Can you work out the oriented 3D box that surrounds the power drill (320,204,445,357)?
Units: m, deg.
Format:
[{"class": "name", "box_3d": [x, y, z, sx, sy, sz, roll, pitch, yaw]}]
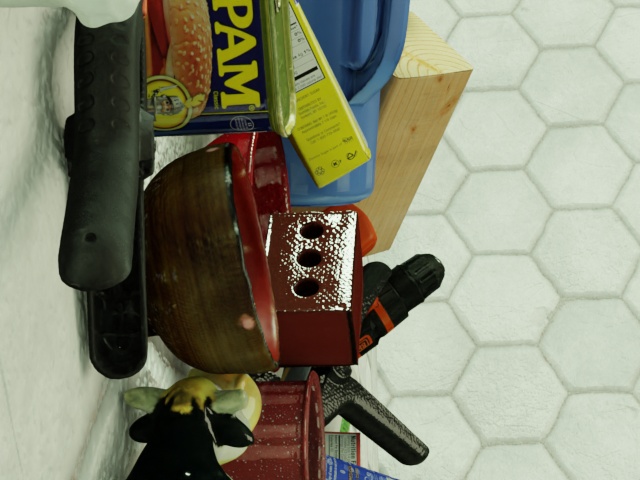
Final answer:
[{"class": "power drill", "box_3d": [0.026, 0.042, 0.945, 0.057, 0.184, 0.187, 49, -8, 31]}]

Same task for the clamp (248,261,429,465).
[{"class": "clamp", "box_3d": [0.004, 0.083, 0.791, 0.209, 0.036, 0.164, 14, 62, -47]}]

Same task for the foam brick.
[{"class": "foam brick", "box_3d": [-0.004, 0.027, 0.607, 0.051, 0.053, 0.078, 81, 9, -45]}]

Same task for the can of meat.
[{"class": "can of meat", "box_3d": [-0.058, -0.100, 0.514, 0.057, 0.084, 0.102, -73, 160, -71]}]

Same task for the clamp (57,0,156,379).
[{"class": "clamp", "box_3d": [-0.085, -0.036, 0.427, 0.120, 0.039, 0.171, 127, -41, -71]}]

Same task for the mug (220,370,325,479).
[{"class": "mug", "box_3d": [-0.042, 0.130, 0.598, 0.093, 0.081, 0.117, 82, 9, -46]}]

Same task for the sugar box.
[{"class": "sugar box", "box_3d": [-0.028, -0.128, 0.676, 0.176, 0.048, 0.093, 60, 2, -23]}]

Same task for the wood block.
[{"class": "wood block", "box_3d": [0.039, -0.087, 0.939, 0.091, 0.090, 0.206, 50, -44, 31]}]

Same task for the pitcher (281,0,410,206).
[{"class": "pitcher", "box_3d": [-0.005, -0.150, 0.802, 0.149, 0.145, 0.243, -68, 158, -81]}]
